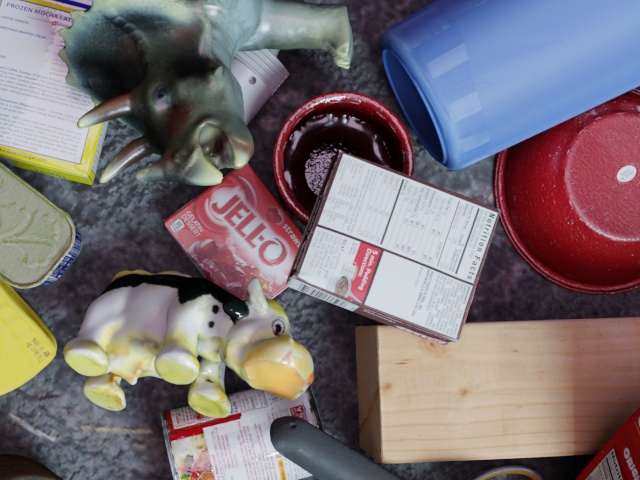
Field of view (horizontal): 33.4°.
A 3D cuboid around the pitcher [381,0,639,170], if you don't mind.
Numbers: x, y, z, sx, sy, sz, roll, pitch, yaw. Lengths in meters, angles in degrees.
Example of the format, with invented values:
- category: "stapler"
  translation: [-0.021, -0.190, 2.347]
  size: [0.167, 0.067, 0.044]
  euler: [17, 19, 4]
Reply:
- category: "pitcher"
  translation: [0.165, -0.155, 0.735]
  size: [0.243, 0.149, 0.145]
  euler: [-28, 97, -2]

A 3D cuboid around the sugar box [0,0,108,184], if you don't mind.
- category: "sugar box"
  translation: [-0.181, -0.136, 0.737]
  size: [0.093, 0.048, 0.176]
  euler: [14, 81, -6]

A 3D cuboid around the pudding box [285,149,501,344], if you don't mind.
- category: "pudding box"
  translation: [0.046, 0.005, 0.669]
  size: [0.113, 0.039, 0.090]
  euler: [21, 80, -5]

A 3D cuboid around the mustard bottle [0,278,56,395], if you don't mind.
- category: "mustard bottle"
  translation: [-0.275, 0.099, 0.703]
  size: [0.191, 0.058, 0.096]
  euler: [-41, 101, -7]

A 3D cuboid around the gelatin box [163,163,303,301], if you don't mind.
- category: "gelatin box"
  translation: [-0.055, 0.001, 0.748]
  size: [0.073, 0.030, 0.089]
  euler: [-37, 91, -7]

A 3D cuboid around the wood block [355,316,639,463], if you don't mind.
- category: "wood block"
  translation: [0.134, 0.099, 0.733]
  size: [0.206, 0.091, 0.090]
  euler: [-1, 86, -7]

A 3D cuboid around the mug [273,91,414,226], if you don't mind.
- category: "mug"
  translation: [0.022, -0.044, 0.734]
  size: [0.117, 0.081, 0.093]
  euler: [25, 84, -4]

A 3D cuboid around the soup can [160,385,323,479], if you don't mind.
- category: "soup can"
  translation: [-0.051, 0.136, 0.721]
  size: [0.102, 0.068, 0.068]
  euler: [-14, 88, -8]

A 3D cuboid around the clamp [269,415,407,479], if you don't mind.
- category: "clamp"
  translation: [0.057, 0.173, 0.677]
  size: [0.210, 0.164, 0.036]
  euler: [6, 48, 7]

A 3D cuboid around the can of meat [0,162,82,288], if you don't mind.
- category: "can of meat"
  translation: [-0.208, -0.014, 0.705]
  size: [0.102, 0.084, 0.057]
  euler: [38, 83, -3]

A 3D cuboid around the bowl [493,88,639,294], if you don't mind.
- category: "bowl"
  translation: [0.210, -0.042, 0.769]
  size: [0.162, 0.055, 0.162]
  euler: [0, 86, -7]
